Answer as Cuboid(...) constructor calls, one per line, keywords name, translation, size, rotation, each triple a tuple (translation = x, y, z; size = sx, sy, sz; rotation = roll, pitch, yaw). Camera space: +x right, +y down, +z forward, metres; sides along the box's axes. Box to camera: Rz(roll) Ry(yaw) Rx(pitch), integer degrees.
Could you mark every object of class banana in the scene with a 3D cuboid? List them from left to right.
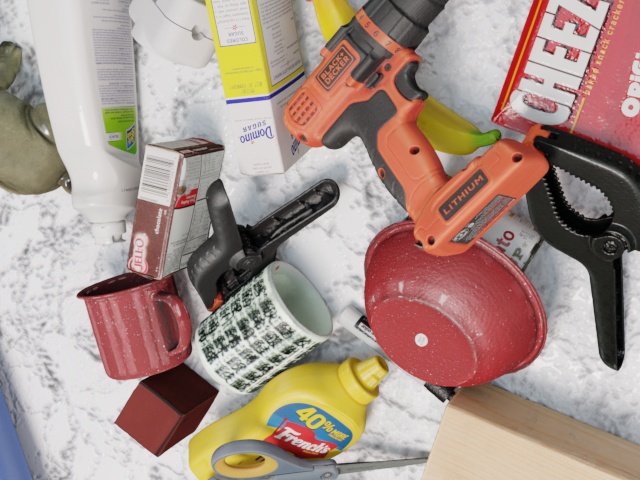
Cuboid(name="banana", translation=(0.063, -0.128, 0.860), size=(0.198, 0.037, 0.070), rotation=(41, 141, 13))

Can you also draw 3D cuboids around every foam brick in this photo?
Cuboid(name="foam brick", translation=(-0.138, 0.151, 0.969), size=(0.051, 0.078, 0.053), rotation=(36, 107, 11))

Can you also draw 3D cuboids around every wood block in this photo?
Cuboid(name="wood block", translation=(0.192, 0.197, 0.850), size=(0.206, 0.090, 0.091), rotation=(21, 106, 16))

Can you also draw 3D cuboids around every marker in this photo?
Cuboid(name="marker", translation=(0.067, 0.099, 0.916), size=(0.121, 0.020, 0.020), rotation=(37, 109, 10))

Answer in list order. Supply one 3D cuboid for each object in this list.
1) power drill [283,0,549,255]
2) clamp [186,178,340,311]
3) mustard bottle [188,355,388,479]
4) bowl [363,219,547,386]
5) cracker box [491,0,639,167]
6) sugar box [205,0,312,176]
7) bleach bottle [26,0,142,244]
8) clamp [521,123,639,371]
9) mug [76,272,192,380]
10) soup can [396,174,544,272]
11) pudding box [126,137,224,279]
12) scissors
Cuboid(name="power drill", translation=(0.078, -0.097, 0.779), size=(0.185, 0.057, 0.188), rotation=(-48, 63, 23))
Cuboid(name="clamp", translation=(-0.056, 0.001, 0.909), size=(0.172, 0.120, 0.039), rotation=(119, 142, -51))
Cuboid(name="mustard bottle", translation=(-0.018, 0.158, 0.926), size=(0.192, 0.058, 0.096), rotation=(-38, 121, 20))
Cuboid(name="bowl", translation=(0.093, 0.063, 0.840), size=(0.162, 0.055, 0.162), rotation=(23, 139, 22))
Cuboid(name="cracker box", translation=(0.254, -0.129, 0.780), size=(0.214, 0.072, 0.164), rotation=(22, 107, 16))
Cuboid(name="sugar box", translation=(-0.049, -0.148, 0.859), size=(0.048, 0.093, 0.176), rotation=(-1, 110, 19))
Cuboid(name="bleach bottle", translation=(-0.201, -0.121, 0.931), size=(0.068, 0.102, 0.251), rotation=(-1, 98, 25))
Cuboid(name="clamp", translation=(0.217, 0.004, 0.797), size=(0.210, 0.036, 0.165), rotation=(42, 132, -4))
Cuboid(name="mug", translation=(-0.154, 0.074, 0.951), size=(0.117, 0.093, 0.081), rotation=(-5, 103, 43))
Cuboid(name="soup can", translation=(0.121, -0.002, 0.853), size=(0.102, 0.068, 0.068), rotation=(32, 108, 11))
Cuboid(name="pudding box", translation=(-0.125, -0.029, 0.926), size=(0.039, 0.090, 0.113), rotation=(17, 104, 15))
Cuboid(name="scissors", translation=(-0.006, 0.185, 0.897), size=(0.202, 0.016, 0.096), rotation=(-14, 137, 1))
